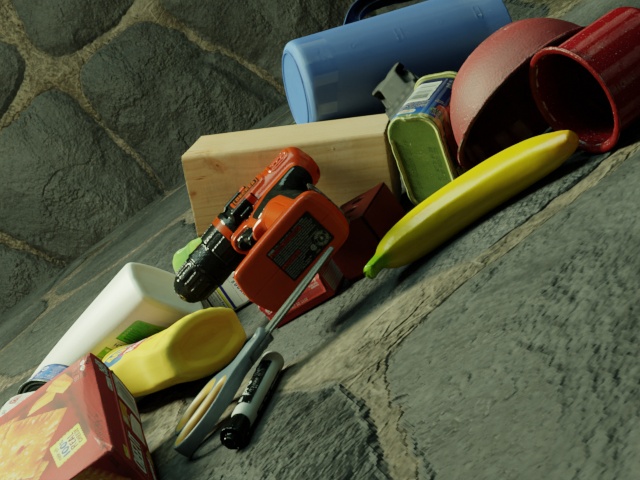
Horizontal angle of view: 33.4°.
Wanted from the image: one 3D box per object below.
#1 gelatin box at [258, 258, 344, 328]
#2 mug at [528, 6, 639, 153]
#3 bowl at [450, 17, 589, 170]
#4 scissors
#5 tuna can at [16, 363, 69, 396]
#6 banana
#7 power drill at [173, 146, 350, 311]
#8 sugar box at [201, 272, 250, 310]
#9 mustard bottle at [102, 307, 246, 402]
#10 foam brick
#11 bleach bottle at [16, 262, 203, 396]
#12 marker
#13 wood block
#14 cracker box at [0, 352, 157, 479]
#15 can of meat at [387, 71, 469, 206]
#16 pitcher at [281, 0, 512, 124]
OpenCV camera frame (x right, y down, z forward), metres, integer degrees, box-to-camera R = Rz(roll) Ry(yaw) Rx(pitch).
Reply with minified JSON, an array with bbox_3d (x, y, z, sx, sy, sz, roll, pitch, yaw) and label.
[{"bbox_3d":[-0.012,0.037,1.001,0.073,0.030,0.089,-31,12,27],"label":"gelatin box"},{"bbox_3d":[0.222,-0.122,0.837,0.081,0.093,0.117,-35,-19,-18],"label":"mug"},{"bbox_3d":[0.165,-0.136,0.915,0.162,0.055,0.162,-32,-23,-16],"label":"bowl"},{"bbox_3d":[-0.060,0.091,0.865,0.201,0.016,0.096,-55,10,-25],"label":"scissors"},{"bbox_3d":[-0.260,0.166,1.070,0.086,0.086,0.033,-28,12,36],"label":"tuna can"},{"bbox_3d":[0.120,-0.029,0.865,0.198,0.037,0.069,-35,17,7],"label":"banana"},{"bbox_3d":[-0.056,0.001,0.960,0.184,0.057,0.188,-49,21,0],"label":"power drill"},{"bbox_3d":[-0.127,0.063,1.196,0.176,0.048,0.093,-33,12,23],"label":"sugar box"},{"bbox_3d":[-0.161,0.120,1.033,0.192,0.058,0.096,-26,3,45],"label":"mustard bottle"},{"bbox_3d":[0.042,-0.008,0.967,0.053,0.051,0.078,-30,13,29],"label":"foam brick"},{"bbox_3d":[-0.241,0.134,1.138,0.251,0.102,0.068,-46,51,18],"label":"bleach bottle"},{"bbox_3d":[-0.051,0.120,0.810,0.020,0.020,0.121,-31,12,24],"label":"marker"},{"bbox_3d":[-0.026,-0.067,1.098,0.206,0.090,0.090,-6,19,10],"label":"wood block"},{"bbox_3d":[-0.236,0.199,0.823,0.213,0.072,0.164,-36,26,-2],"label":"cracker box"},{"bbox_3d":[0.108,-0.089,0.972,0.058,0.102,0.083,-5,30,33],"label":"can of meat"},{"bbox_3d":[0.082,-0.201,1.183,0.242,0.145,0.149,-15,21,-12],"label":"pitcher"}]
